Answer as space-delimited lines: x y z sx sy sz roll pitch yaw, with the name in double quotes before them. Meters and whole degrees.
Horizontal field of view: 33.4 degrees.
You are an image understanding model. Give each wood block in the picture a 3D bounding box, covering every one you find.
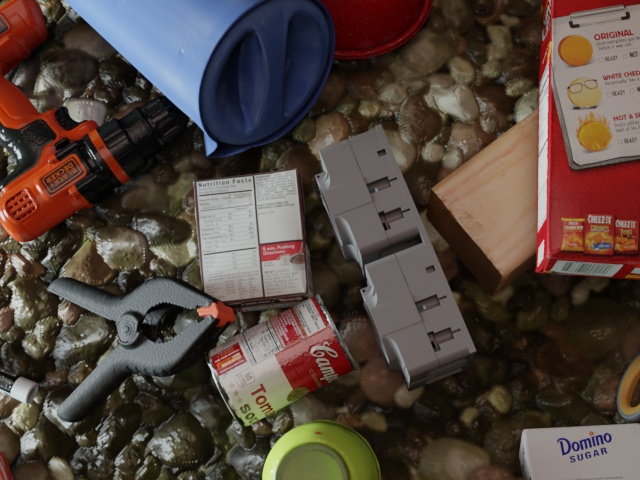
"wood block" 0.193 -0.057 0.851 0.206 0.091 0.090 -37 77 -6

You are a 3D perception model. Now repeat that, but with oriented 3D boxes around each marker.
"marker" -0.291 0.104 0.886 0.121 0.020 0.020 22 79 10

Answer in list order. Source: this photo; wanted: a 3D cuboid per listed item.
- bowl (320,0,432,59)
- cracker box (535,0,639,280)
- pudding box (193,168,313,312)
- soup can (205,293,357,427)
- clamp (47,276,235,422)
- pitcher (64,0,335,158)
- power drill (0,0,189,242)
"bowl" 0.021 -0.235 0.908 0.162 0.055 0.162 2 64 -4
"cracker box" 0.241 -0.078 0.769 0.164 0.072 0.213 3 77 3
"pudding box" -0.056 0.001 0.884 0.090 0.039 0.113 -7 73 3
"soup can" -0.031 0.095 0.842 0.102 0.068 0.068 -28 76 -2
"clamp" -0.152 0.065 0.857 0.172 0.039 0.120 -23 77 18
"pitcher" -0.108 -0.195 0.860 0.149 0.145 0.243 -40 57 -16
"power drill" -0.228 -0.117 0.916 0.184 0.057 0.188 -35 76 -4
